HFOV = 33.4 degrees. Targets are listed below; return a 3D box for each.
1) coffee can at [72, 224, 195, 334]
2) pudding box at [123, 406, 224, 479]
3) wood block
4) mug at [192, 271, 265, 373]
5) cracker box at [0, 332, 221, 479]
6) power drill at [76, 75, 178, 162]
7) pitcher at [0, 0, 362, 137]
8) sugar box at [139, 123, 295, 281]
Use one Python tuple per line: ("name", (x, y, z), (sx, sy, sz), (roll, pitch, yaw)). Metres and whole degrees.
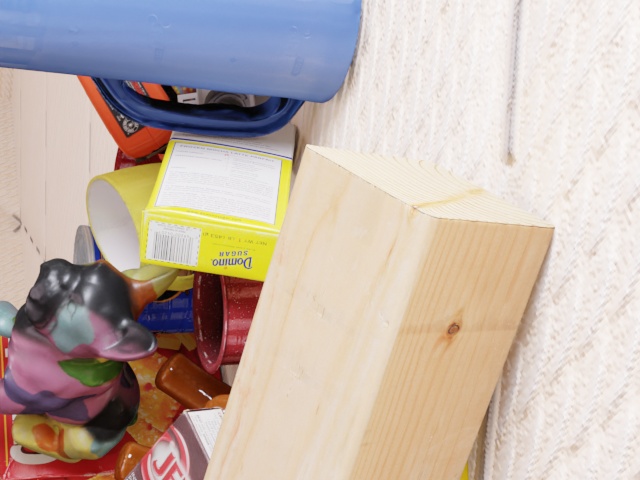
("coffee can", (-0.152, 0.036, 0.987), (0.103, 0.140, 0.103), (179, 90, -70))
("pudding box", (-0.079, 0.182, 0.715), (0.090, 0.039, 0.113), (-50, 59, 32))
("wood block", (0.021, 0.069, 0.515), (0.090, 0.090, 0.206), (33, 112, 43))
("mug", (-0.048, 0.049, 0.791), (0.117, 0.081, 0.093), (173, 96, -69))
("cracker box", (-0.200, 0.153, 1.016), (0.072, 0.213, 0.164), (118, 145, -53))
("power drill", (-0.161, -0.131, 0.964), (0.184, 0.057, 0.187), (56, -176, 4))
("pitcher", (-0.105, -0.154, 0.706), (0.145, 0.242, 0.149), (168, 102, -71))
("sugar box", (-0.068, -0.038, 0.757), (0.176, 0.093, 0.048), (-87, 7, -63))
